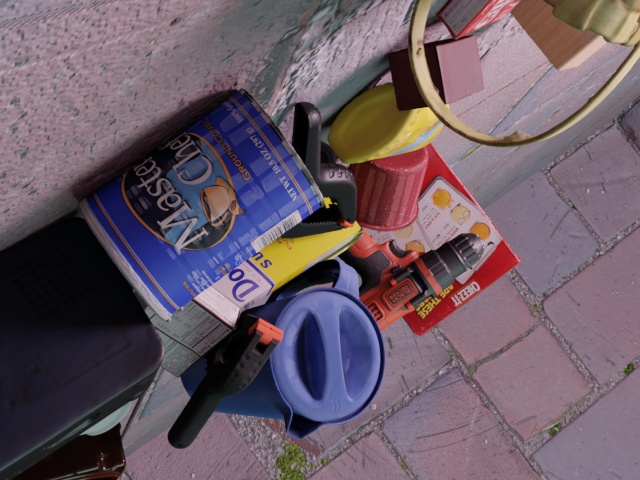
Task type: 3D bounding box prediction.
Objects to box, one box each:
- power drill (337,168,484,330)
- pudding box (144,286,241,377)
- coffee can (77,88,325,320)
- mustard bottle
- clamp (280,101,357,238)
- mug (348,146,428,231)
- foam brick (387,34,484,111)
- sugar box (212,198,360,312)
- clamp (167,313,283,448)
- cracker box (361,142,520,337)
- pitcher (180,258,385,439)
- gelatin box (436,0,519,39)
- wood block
[{"bbox_3d":[0.080,-0.004,1.296,0.184,0.188,0.057,-35,171,1],"label":"power drill"},{"bbox_3d":[-0.145,0.066,0.995,0.090,0.113,0.039,-41,-157,28],"label":"pudding box"},{"bbox_3d":[-0.083,-0.025,0.751,0.140,0.103,0.103,-36,172,-4],"label":"coffee can"},{"bbox_3d":[0.081,-0.120,1.077,0.096,0.058,0.191,-38,172,21],"label":"mustard bottle"},{"bbox_3d":[-0.019,-0.050,0.973,0.165,0.036,0.209,-41,152,23],"label":"clamp"},{"bbox_3d":[0.071,-0.078,1.177,0.117,0.093,0.082,-89,-172,-48],"label":"mug"},{"bbox_3d":[0.104,-0.150,0.952,0.051,0.053,0.078,-3,-166,36],"label":"foam brick"},{"bbox_3d":[-0.057,0.001,1.070,0.176,0.093,0.048,-33,171,-25],"label":"sugar box"},{"bbox_3d":[-0.094,0.128,1.010,0.172,0.039,0.120,-38,-144,52],"label":"clamp"},{"bbox_3d":[0.130,-0.009,1.380,0.164,0.214,0.072,-38,172,10],"label":"cracker box"},{"bbox_3d":[-0.048,0.117,1.124,0.149,0.145,0.243,-25,-174,-33],"label":"pitcher"},{"bbox_3d":[0.152,-0.217,0.916,0.073,0.030,0.089,-30,170,-39],"label":"gelatin box"},{"bbox_3d":[0.288,-0.264,1.016,0.206,0.090,0.090,-41,171,27],"label":"wood block"}]
